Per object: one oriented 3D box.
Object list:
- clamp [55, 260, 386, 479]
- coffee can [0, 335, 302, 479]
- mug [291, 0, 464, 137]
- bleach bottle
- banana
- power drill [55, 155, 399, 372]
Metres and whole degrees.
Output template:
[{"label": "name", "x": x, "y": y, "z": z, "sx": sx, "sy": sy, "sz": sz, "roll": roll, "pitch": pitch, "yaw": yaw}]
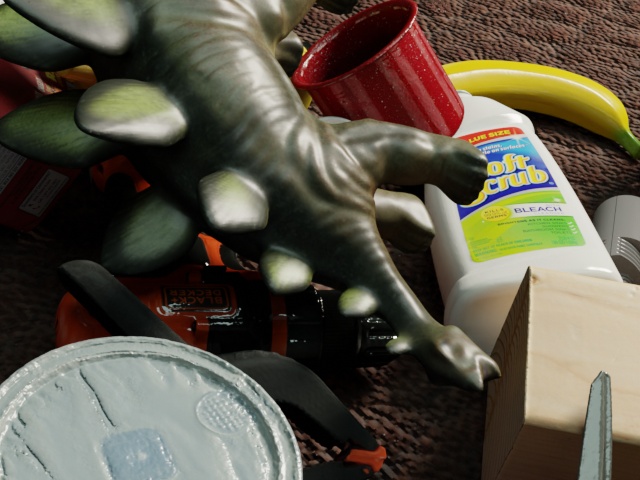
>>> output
[{"label": "clamp", "x": -0.059, "y": 0.091, "z": 0.479, "sx": 0.171, "sy": 0.039, "sz": 0.120, "roll": 23, "pitch": 75, "yaw": -6}, {"label": "coffee can", "x": -0.070, "y": 0.118, "z": 0.369, "sx": 0.102, "sy": 0.140, "sz": 0.103, "roll": 10, "pitch": 38, "yaw": -8}, {"label": "mug", "x": 0.040, "y": -0.102, "z": 0.705, "sx": 0.093, "sy": 0.081, "sz": 0.117, "roll": -31, "pitch": 27, "yaw": 10}, {"label": "bleach bottle", "x": 0.104, "y": -0.025, "z": 0.675, "sx": 0.102, "sy": 0.068, "sz": 0.251, "roll": -8, "pitch": 35, "yaw": -3}, {"label": "banana", "x": 0.156, "y": -0.111, "z": 0.822, "sx": 0.197, "sy": 0.037, "sz": 0.069, "roll": 10, "pitch": 37, "yaw": -8}, {"label": "power drill", "x": -0.054, "y": 0.001, "z": 0.591, "sx": 0.184, "sy": 0.057, "sz": 0.188, "roll": 2, "pitch": 39, "yaw": -17}]
